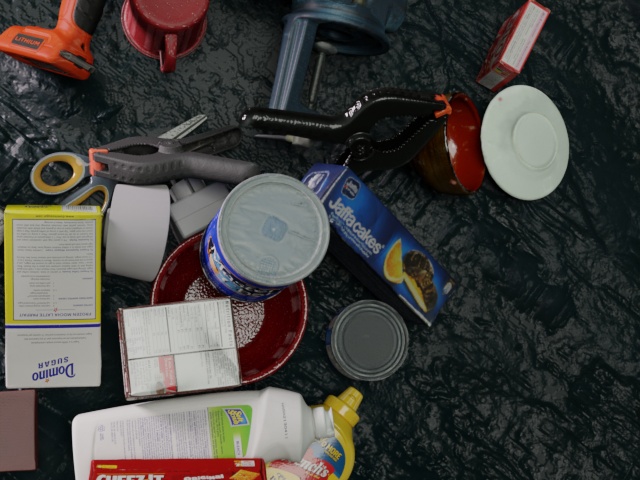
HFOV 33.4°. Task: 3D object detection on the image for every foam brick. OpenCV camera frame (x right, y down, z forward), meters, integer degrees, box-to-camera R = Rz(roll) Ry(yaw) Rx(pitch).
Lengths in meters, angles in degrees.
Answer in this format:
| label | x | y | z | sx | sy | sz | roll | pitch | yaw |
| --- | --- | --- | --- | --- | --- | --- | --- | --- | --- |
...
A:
| label | x | y | z | sx | sy | sz | roll | pitch | yaw |
| --- | --- | --- | --- | --- | --- | --- | --- | --- | --- |
| foam brick | -0.302 | 0.186 | 1.039 | 0.053 | 0.051 | 0.078 | 0 | 81 | -12 |

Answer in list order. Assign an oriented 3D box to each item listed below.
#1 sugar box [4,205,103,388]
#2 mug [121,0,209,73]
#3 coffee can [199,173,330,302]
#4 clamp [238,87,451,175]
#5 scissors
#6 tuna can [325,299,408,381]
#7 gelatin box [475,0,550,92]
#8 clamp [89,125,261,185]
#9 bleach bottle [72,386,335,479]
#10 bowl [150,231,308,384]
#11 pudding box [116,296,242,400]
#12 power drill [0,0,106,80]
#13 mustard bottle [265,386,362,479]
| label | x | y | z | sx | sy | sz | roll | pitch | yaw |
| --- | --- | --- | --- | --- | --- | --- | --- | --- | --- |
| sugar box | -0.261 | 0.055 | 1.046 | 0.093 | 0.048 | 0.176 | 1 | 103 | -13 |
| mug | -0.161 | -0.235 | 1.121 | 0.093 | 0.082 | 0.117 | 2 | 81 | -13 |
| coffee can | -0.057 | 0.001 | 1.020 | 0.102 | 0.140 | 0.103 | 2 | 80 | -13 |
| clamp | 0.029 | -0.107 | 1.093 | 0.210 | 0.036 | 0.164 | -27 | 128 | 9 |
| scissors | -0.219 | -0.091 | 1.120 | 0.096 | 0.016 | 0.201 | 42 | 75 | -4 |
| tuna can | 0.049 | 0.107 | 1.140 | 0.086 | 0.034 | 0.086 | 2 | 81 | -12 |
| gelatin box | 0.217 | -0.221 | 1.209 | 0.030 | 0.073 | 0.089 | 29 | 76 | -8 |
| clamp | -0.144 | -0.079 | 1.079 | 0.171 | 0.120 | 0.039 | -11 | 115 | -19 |
| bleach bottle | -0.110 | 0.202 | 1.045 | 0.251 | 0.068 | 0.102 | -7 | 81 | -1 |
| bowl | -0.096 | 0.070 | 1.102 | 0.162 | 0.055 | 0.162 | 2 | 81 | -12 |
| pudding box | -0.137 | 0.105 | 1.038 | 0.113 | 0.039 | 0.090 | -5 | 81 | -15 |
| power drill | -0.262 | -0.268 | 1.089 | 0.185 | 0.057 | 0.187 | 20 | 88 | 34 |
| mustard bottle | -0.021 | 0.229 | 1.093 | 0.096 | 0.058 | 0.191 | 40 | 75 | 1 |
